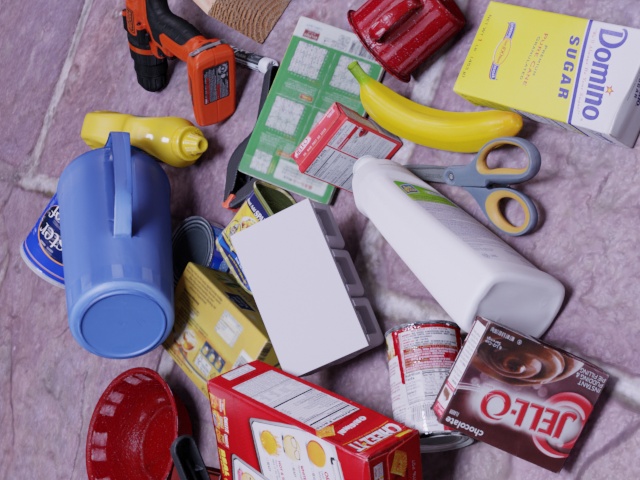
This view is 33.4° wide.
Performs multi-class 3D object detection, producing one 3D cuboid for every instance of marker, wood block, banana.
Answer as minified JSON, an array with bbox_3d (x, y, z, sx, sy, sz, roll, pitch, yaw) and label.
[{"bbox_3d":[-0.092,-0.218,1.269,0.121,0.020,0.020,28,96,46],"label":"marker"},{"bbox_3d":[-0.124,-0.334,1.289,0.090,0.090,0.206,-55,46,15],"label":"wood block"},{"bbox_3d":[0.106,-0.114,1.004,0.198,0.069,0.037,23,69,34],"label":"banana"}]

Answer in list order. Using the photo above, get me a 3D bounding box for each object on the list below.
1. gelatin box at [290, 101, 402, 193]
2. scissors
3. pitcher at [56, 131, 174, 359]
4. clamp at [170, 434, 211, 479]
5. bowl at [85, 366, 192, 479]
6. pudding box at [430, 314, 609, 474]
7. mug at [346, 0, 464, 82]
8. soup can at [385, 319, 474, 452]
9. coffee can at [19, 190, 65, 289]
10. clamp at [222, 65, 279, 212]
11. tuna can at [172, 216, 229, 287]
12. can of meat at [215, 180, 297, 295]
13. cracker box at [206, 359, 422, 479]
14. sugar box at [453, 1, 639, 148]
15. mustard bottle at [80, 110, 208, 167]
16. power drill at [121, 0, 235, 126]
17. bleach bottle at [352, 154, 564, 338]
[{"bbox_3d":[0.025,-0.090,1.057,0.073,0.089,0.030,-49,48,21],"label":"gelatin box"},{"bbox_3d":[0.134,-0.042,0.982,0.202,0.016,0.096,-17,88,58],"label":"scissors"},{"bbox_3d":[-0.222,0.004,1.169,0.145,0.149,0.243,-33,38,13],"label":"pitcher"},{"bbox_3d":[-0.094,0.284,1.006,0.165,0.036,0.210,45,143,22],"label":"clamp"},{"bbox_3d":[-0.192,0.225,1.188,0.162,0.055,0.162,-17,64,40],"label":"bowl"},{"bbox_3d":[0.157,0.120,0.841,0.039,0.113,0.090,-121,55,-80],"label":"pudding box"},{"bbox_3d":[0.082,-0.214,1.032,0.082,0.117,0.093,-39,82,23],"label":"mug"},{"bbox_3d":[0.095,0.127,0.929,0.069,0.068,0.102,-24,61,37],"label":"soup can"},{"bbox_3d":[-0.299,-0.020,1.344,0.140,0.102,0.103,-53,46,17],"label":"coffee can"},{"bbox_3d":[-0.049,-0.103,1.174,0.120,0.039,0.171,26,94,49],"label":"clamp"},{"bbox_3d":[-0.139,0.017,1.223,0.086,0.033,0.086,-17,64,40],"label":"tuna can"},{"bbox_3d":[-0.057,0.001,1.132,0.084,0.057,0.102,-52,47,21],"label":"can of meat"},{"bbox_3d":[-0.004,0.215,0.949,0.214,0.071,0.164,16,120,46],"label":"cracker box"},{"bbox_3d":[0.207,-0.148,0.930,0.176,0.048,0.093,24,93,47],"label":"sugar box"},{"bbox_3d":[-0.200,-0.122,1.287,0.192,0.096,0.058,10,83,46],"label":"mustard bottle"},{"bbox_3d":[-0.175,-0.219,1.286,0.188,0.057,0.184,44,150,32],"label":"power drill"},{"bbox_3d":[0.104,-0.007,0.958,0.068,0.102,0.251,-63,37,19],"label":"bleach bottle"}]
